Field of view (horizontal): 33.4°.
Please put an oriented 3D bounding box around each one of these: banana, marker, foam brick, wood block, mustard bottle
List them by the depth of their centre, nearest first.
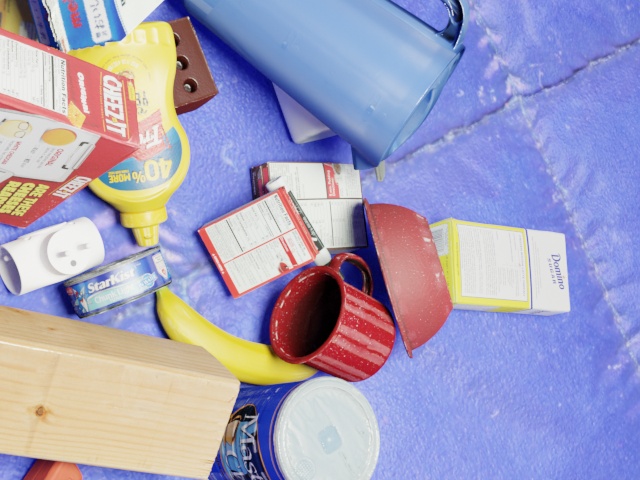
[{"bbox_3d":[-0.182,0.120,0.846,0.205,0.090,0.091,16,97,-32],"label":"wood block"},{"bbox_3d":[-0.163,-0.088,0.921,0.096,0.058,0.191,-10,105,-14],"label":"mustard bottle"},{"bbox_3d":[-0.074,0.094,0.975,0.197,0.037,0.069,30,64,-26],"label":"banana"},{"bbox_3d":[-0.138,-0.155,0.976,0.052,0.051,0.078,-25,94,-35],"label":"foam brick"},{"bbox_3d":[-0.013,-0.006,1.004,0.020,0.020,0.121,-40,105,-34],"label":"marker"}]

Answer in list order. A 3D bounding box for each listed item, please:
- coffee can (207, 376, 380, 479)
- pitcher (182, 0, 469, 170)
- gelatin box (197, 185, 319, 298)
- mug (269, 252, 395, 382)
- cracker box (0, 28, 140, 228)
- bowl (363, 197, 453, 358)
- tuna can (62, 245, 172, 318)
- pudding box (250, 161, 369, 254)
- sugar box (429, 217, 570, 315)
[{"bbox_3d":[-0.031,0.174,0.923,0.102,0.141,0.103,8,75,-33],"label":"coffee can"},{"bbox_3d":[0.005,-0.193,0.956,0.243,0.145,0.149,37,73,4],"label":"pitcher"},{"bbox_3d":[-0.056,0.001,0.981,0.073,0.089,0.030,62,11,-8],"label":"gelatin box"},{"bbox_3d":[0.017,0.069,0.977,0.081,0.093,0.117,29,69,-39],"label":"mug"},{"bbox_3d":[-0.266,-0.091,0.778,0.213,0.164,0.072,17,57,-43],"label":"cracker box"},{"bbox_3d":[0.089,0.029,1.029,0.055,0.162,0.162,-17,89,5],"label":"bowl"},{"bbox_3d":[-0.169,0.035,0.892,0.085,0.086,0.034,-24,96,-36],"label":"tuna can"},{"bbox_3d":[-0.010,-0.031,1.046,0.113,0.039,0.090,-2,84,-32],"label":"pudding box"},{"bbox_3d":[0.197,0.032,1.173,0.175,0.048,0.093,8,75,-37],"label":"sugar box"}]
